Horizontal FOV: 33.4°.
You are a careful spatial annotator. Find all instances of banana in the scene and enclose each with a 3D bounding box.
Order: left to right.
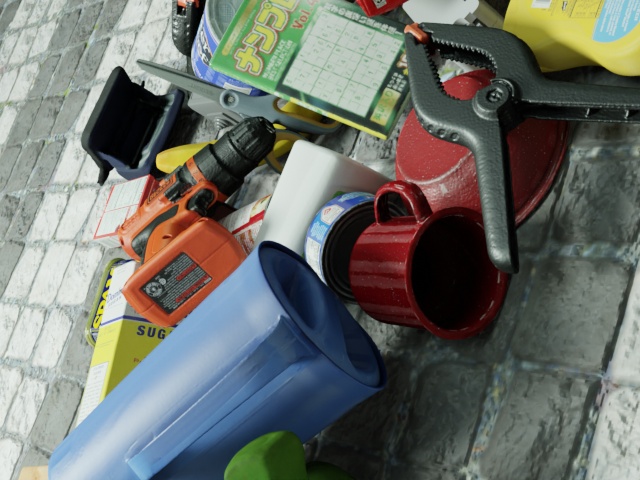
[{"bbox_3d":[-0.063,-0.106,1.041,0.198,0.069,0.037,-33,15,7],"label":"banana"}]

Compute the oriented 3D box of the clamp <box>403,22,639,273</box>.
[{"bbox_3d":[0.123,-0.083,0.748,0.164,0.036,0.210,-47,57,-5],"label":"clamp"}]

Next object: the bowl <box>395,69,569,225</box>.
[{"bbox_3d":[0.110,-0.074,0.824,0.162,0.055,0.162,-31,45,36],"label":"bowl"}]

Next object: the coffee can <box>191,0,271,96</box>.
[{"bbox_3d":[-0.070,-0.201,1.053,0.140,0.102,0.103,144,148,-75],"label":"coffee can"}]

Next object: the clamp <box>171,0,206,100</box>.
[{"bbox_3d":[-0.136,-0.222,1.186,0.039,0.171,0.120,10,83,13],"label":"clamp"}]

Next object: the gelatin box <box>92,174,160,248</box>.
[{"bbox_3d":[-0.220,-0.032,1.239,0.089,0.030,0.073,-9,58,48],"label":"gelatin box"}]

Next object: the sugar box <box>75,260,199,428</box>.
[{"bbox_3d":[-0.166,0.115,1.009,0.048,0.093,0.176,-19,53,44],"label":"sugar box"}]

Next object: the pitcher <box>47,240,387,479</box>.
[{"bbox_3d":[-0.083,0.124,0.766,0.243,0.149,0.145,-41,43,14],"label":"pitcher"}]

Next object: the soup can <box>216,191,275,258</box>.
[{"bbox_3d":[-0.056,0.001,0.972,0.102,0.068,0.068,-24,48,41],"label":"soup can"}]

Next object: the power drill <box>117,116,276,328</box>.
[{"bbox_3d":[-0.106,-0.019,0.933,0.184,0.057,0.187,-42,21,14],"label":"power drill"}]

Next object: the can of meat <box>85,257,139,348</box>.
[{"bbox_3d":[-0.188,0.067,1.105,0.084,0.057,0.102,-7,62,47],"label":"can of meat"}]

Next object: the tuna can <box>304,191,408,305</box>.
[{"bbox_3d":[0.031,0.005,0.842,0.086,0.086,0.034,-60,33,2],"label":"tuna can"}]

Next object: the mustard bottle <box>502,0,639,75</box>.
[{"bbox_3d":[0.218,-0.162,0.746,0.192,0.058,0.096,18,75,55],"label":"mustard bottle"}]

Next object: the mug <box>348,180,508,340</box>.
[{"bbox_3d":[0.070,0.012,0.770,0.093,0.117,0.082,-31,16,-29],"label":"mug"}]

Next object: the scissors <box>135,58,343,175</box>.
[{"bbox_3d":[-0.079,-0.113,1.008,0.016,0.202,0.096,-69,-14,-84],"label":"scissors"}]

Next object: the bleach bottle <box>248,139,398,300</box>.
[{"bbox_3d":[-0.025,0.049,0.888,0.068,0.102,0.251,24,92,42],"label":"bleach bottle"}]
